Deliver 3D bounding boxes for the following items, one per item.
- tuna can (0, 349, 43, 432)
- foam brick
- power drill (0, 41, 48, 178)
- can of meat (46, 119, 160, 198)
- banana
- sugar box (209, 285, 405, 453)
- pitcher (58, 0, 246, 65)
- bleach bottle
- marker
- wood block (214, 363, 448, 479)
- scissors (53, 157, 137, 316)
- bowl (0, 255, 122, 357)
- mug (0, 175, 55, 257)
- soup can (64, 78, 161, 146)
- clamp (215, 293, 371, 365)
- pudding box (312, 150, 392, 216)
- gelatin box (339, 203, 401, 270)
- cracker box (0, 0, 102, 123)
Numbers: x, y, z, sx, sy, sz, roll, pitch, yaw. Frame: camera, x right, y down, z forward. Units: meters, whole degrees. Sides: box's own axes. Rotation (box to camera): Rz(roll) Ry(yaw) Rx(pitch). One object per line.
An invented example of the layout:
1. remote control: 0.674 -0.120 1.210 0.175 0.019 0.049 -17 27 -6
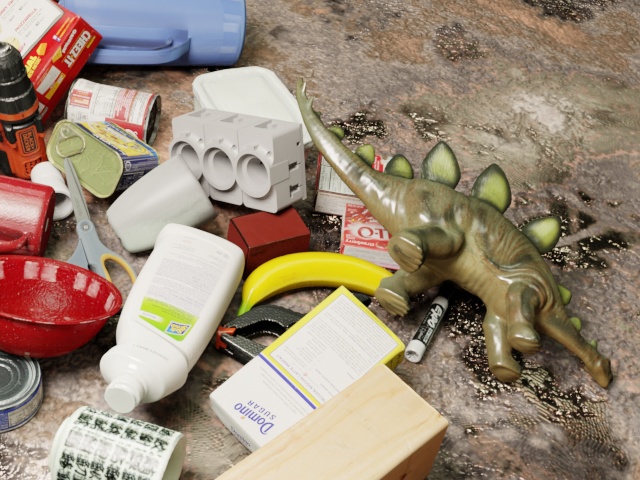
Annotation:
1. tuna can: -0.304 0.136 0.999 0.086 0.034 0.086 6 43 -6
2. foam brick: -0.058 0.001 1.182 0.078 0.053 0.051 -13 48 -25
3. power drill: -0.392 -0.115 1.154 0.187 0.184 0.057 -24 52 -21
4. can of meat: -0.246 -0.096 1.223 0.102 0.057 0.083 33 20 17
5. banana: -0.003 0.045 1.163 0.197 0.037 0.069 -8 77 -16
6. sugar box: -0.011 0.132 1.027 0.176 0.048 0.093 -39 66 -21
7. pitcher: -0.223 -0.285 1.403 0.242 0.145 0.149 1 83 -15
8. bleach bottle: -0.154 0.077 1.037 0.102 0.068 0.250 18 32 5
9. marker: 0.120 0.086 1.155 0.020 0.020 0.121 23 44 12
10. wood block: 0.007 0.211 0.944 0.205 0.091 0.090 -29 57 -36
11. scissors: -0.264 0.002 1.135 0.096 0.016 0.202 -27 67 -25
12. bowl: -0.275 0.068 1.027 0.162 0.055 0.162 13 16 -4
13. mug: -0.328 -0.020 1.117 0.081 0.093 0.117 11 24 -7
14. soup can: -0.251 -0.155 1.297 0.102 0.068 0.068 13 42 2
15. clamp: -0.020 0.095 1.100 0.171 0.039 0.120 11 44 -4
16. pudding box: 0.049 -0.067 1.290 0.113 0.039 0.090 8 43 -1
17. gelatin box: 0.069 -0.004 1.232 0.089 0.030 0.073 9 43 -2
18. cracker box: -0.397 -0.238 1.297 0.214 0.072 0.164 32 87 21
